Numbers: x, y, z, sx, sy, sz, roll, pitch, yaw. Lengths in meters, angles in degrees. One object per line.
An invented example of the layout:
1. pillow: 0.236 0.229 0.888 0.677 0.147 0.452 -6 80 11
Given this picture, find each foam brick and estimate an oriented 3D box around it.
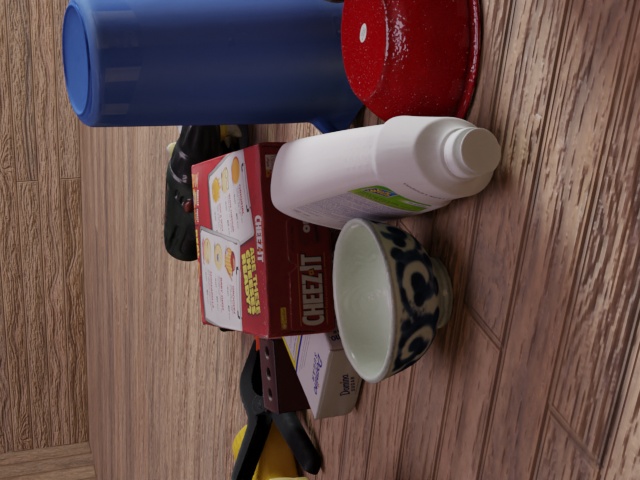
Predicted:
1. foam brick: -0.031 0.136 1.111 0.053 0.051 0.078 178 88 -72

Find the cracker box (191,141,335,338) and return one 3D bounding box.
1. cracker box: -0.056 0.001 0.988 0.214 0.072 0.164 177 90 -68

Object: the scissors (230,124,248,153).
1. scissors: -0.088 -0.094 1.280 0.202 0.016 0.096 -122 32 -54

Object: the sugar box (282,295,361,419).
1. sugar box: -0.006 0.077 1.032 0.176 0.048 0.093 -118 30 -45

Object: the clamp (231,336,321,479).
1. clamp: -0.062 0.192 1.178 0.120 0.039 0.171 -27 58 26

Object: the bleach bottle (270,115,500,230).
1. bleach bottle: 0.053 -0.049 0.762 0.251 0.102 0.068 -4 76 66

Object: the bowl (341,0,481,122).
1. bowl: 0.055 -0.147 0.768 0.162 0.055 0.162 175 90 -72

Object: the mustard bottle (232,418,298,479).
1. mustard bottle: -0.049 0.301 1.199 0.096 0.058 0.192 -56 41 45

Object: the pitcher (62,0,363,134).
1. pitcher: -0.087 -0.167 0.895 0.149 0.242 0.145 -122 34 -42
